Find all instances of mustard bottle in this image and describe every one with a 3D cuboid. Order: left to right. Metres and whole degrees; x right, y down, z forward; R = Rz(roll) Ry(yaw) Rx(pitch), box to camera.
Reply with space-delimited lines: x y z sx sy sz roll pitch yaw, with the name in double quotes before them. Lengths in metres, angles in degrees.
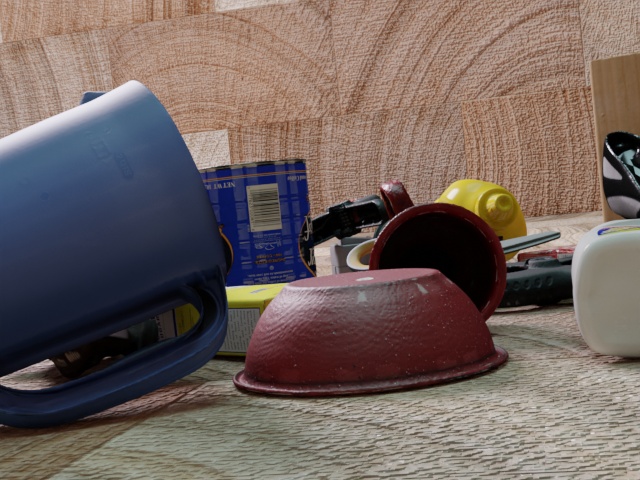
"mustard bottle" 0.161 -0.017 1.091 0.058 0.096 0.192 -46 -3 -12

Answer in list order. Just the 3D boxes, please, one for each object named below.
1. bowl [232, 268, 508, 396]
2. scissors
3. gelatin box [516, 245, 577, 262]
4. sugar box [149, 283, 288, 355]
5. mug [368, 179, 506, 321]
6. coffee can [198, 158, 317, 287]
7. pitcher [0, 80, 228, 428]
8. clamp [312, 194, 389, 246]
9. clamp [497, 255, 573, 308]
"bowl" 0.026 0.049 0.624 0.162 0.055 0.162 -6 3 0
"scissors" 0.105 0.009 0.952 0.202 0.016 0.096 -23 35 5
"gelatin box" 0.255 0.021 1.073 0.073 0.030 0.089 -7 3 -38
"sugar box" -0.055 0.056 0.779 0.093 0.048 0.177 -8 4 -40
"mug" 0.071 0.012 0.751 0.093 0.117 0.081 -28 -2 -3
"coffee can" -0.056 0.001 0.961 0.103 0.140 0.103 -6 2 0
"pitcher" -0.176 0.023 0.575 0.242 0.145 0.149 -25 21 -19
"clamp" 0.031 -0.023 1.072 0.120 0.039 0.171 -13 9 22
"clamp" 0.188 0.033 0.858 0.210 0.036 0.164 -6 5 -7
